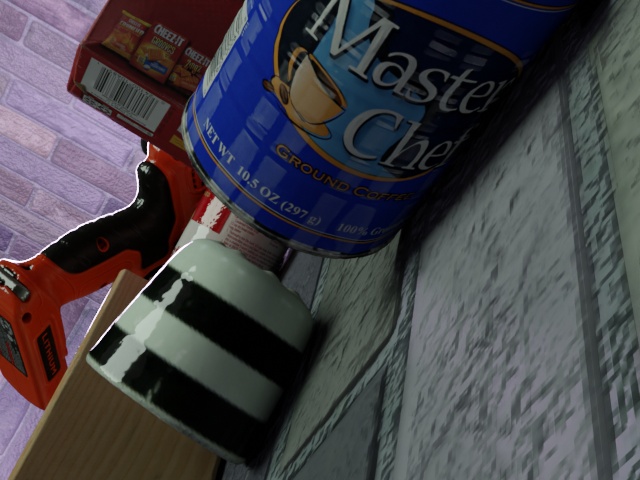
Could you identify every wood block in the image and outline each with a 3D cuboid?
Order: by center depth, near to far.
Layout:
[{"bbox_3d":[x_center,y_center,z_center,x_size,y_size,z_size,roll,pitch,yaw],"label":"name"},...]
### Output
[{"bbox_3d":[-0.107,0.116,0.555,0.090,0.090,0.206,-57,10,27],"label":"wood block"}]

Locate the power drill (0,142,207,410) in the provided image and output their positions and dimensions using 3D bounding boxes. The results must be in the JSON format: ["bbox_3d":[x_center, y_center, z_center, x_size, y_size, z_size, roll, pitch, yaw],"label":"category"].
[{"bbox_3d":[-0.135,0.029,0.726,0.187,0.057,0.184,-39,-38,-32],"label":"power drill"}]

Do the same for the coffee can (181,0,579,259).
[{"bbox_3d":[0.022,-0.076,0.398,0.140,0.102,0.102,-54,11,37],"label":"coffee can"}]

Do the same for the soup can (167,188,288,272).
[{"bbox_3d":[-0.055,0.001,0.695,0.102,0.068,0.068,-62,9,-1],"label":"soup can"}]

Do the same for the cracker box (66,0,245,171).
[{"bbox_3d":[-0.018,-0.131,0.596,0.213,0.164,0.072,-65,12,-24],"label":"cracker box"}]
